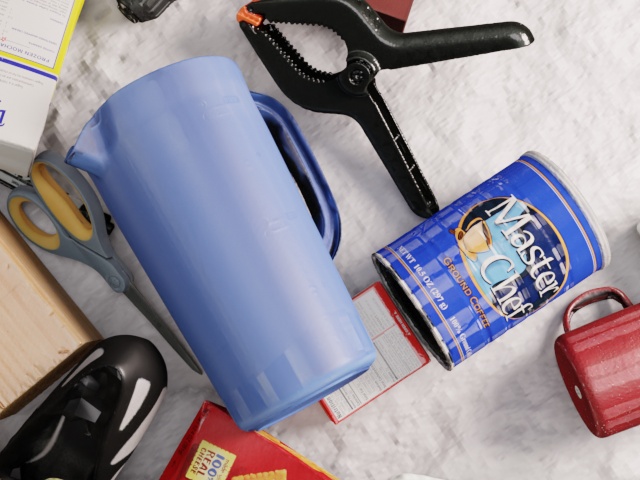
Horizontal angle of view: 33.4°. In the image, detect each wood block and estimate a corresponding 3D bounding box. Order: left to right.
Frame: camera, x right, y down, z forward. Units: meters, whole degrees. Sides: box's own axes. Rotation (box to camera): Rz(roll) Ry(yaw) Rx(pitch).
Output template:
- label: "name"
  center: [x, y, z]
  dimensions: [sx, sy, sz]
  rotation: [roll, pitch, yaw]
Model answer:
- label: "wood block"
  center: [-0.261, 0.022, 0.771]
  dimensions: [0.091, 0.090, 0.206]
  rotation: [-39, 88, -4]

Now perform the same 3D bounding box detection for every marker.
- label: "marker"
  center: [-0.212, -0.037, 0.812]
  dimensions: [0.121, 0.020, 0.020]
  rotation: [28, 85, 1]

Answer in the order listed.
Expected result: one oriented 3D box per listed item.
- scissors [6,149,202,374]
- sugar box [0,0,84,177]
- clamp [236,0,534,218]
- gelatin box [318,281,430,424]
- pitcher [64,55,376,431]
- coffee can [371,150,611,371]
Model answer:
- label: "scissors"
  center: [-0.168, 0.025, 0.804]
  dimensions: [0.096, 0.016, 0.201]
  rotation: [-10, 116, 37]
- label: "sugar box"
  center: [-0.229, -0.138, 0.765]
  dimensions: [0.093, 0.048, 0.176]
  rotation: [17, 60, -14]
- label: "clamp"
  center: [0.032, -0.116, 0.795]
  dimensions: [0.210, 0.036, 0.165]
  rotation: [22, 116, 6]
- label: "gelatin box"
  center: [0.026, 0.084, 0.806]
  dimensions: [0.089, 0.030, 0.073]
  rotation: [-33, 89, -4]
- label: "pitcher"
  center: [-0.055, 0.001, 0.750]
  dimensions: [0.149, 0.145, 0.243]
  rotation: [-30, 80, 3]
- label: "coffee can"
  center: [0.123, 0.014, 0.779]
  dimensions: [0.140, 0.103, 0.103]
  rotation: [-33, 87, -4]
